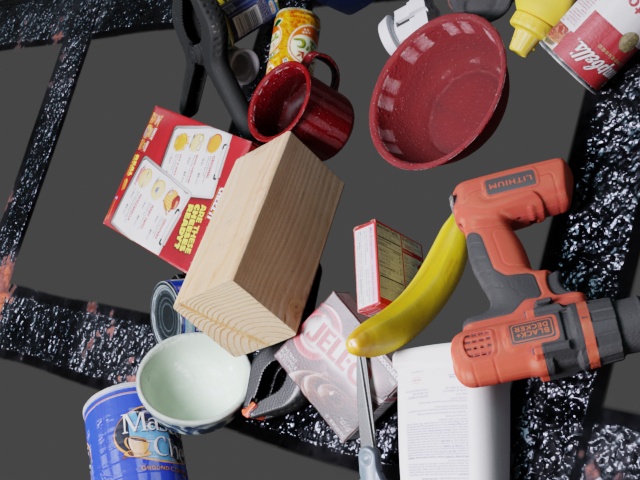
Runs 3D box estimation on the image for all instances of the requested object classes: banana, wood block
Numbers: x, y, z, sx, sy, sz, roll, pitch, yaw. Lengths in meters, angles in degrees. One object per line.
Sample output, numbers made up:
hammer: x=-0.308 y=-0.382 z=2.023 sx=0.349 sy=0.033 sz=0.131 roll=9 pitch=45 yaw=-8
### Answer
banana: x=0.085 y=0.043 z=0.947 sx=0.037 sy=0.069 sz=0.197 roll=0 pitch=44 yaw=46
wood block: x=-0.057 y=0.002 z=1.071 sx=0.090 sy=0.090 sz=0.206 roll=-24 pitch=34 yaw=39

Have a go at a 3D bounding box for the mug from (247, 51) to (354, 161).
mug: x=-0.014 y=-0.146 z=1.155 sx=0.093 sy=0.081 sz=0.117 roll=13 pitch=81 yaw=48

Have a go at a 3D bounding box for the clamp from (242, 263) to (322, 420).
clamp: x=-0.014 y=0.116 z=1.064 sx=0.120 sy=0.039 sz=0.171 roll=36 pitch=101 yaw=47

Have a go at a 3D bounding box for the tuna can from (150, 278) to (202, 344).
tuna can: x=-0.161 y=0.086 z=1.208 sx=0.086 sy=0.033 sz=0.086 roll=8 pitch=100 yaw=57

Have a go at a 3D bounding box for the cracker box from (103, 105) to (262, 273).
cracker box: x=-0.152 y=-0.055 z=1.262 sx=0.214 sy=0.072 sz=0.164 roll=25 pitch=90 yaw=48

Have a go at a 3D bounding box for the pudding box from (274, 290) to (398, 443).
pudding box: x=0.024 y=0.117 z=0.998 sx=0.090 sy=0.039 sz=0.113 roll=-49 pitch=68 yaw=18

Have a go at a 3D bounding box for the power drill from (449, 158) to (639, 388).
power drill: x=0.186 y=0.022 z=0.862 sx=0.184 sy=0.057 sz=0.187 roll=-13 pitch=50 yaw=9

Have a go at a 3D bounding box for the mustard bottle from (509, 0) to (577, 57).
mustard bottle: x=0.225 y=-0.253 z=0.956 sx=0.058 sy=0.096 sz=0.192 roll=31 pitch=97 yaw=5

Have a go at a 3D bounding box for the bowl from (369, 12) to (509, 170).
bowl: x=0.125 y=-0.134 z=1.027 sx=0.162 sy=0.055 sz=0.162 roll=-22 pitch=57 yaw=38

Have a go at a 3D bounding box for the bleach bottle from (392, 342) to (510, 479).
bleach bottle: x=0.106 y=0.214 z=0.877 sx=0.103 sy=0.068 sz=0.251 roll=-14 pitch=64 yaw=42

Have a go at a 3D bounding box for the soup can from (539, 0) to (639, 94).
soup can: x=0.248 y=-0.185 z=0.916 sx=0.102 sy=0.068 sz=0.068 roll=-47 pitch=45 yaw=18

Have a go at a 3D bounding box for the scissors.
scissors: x=0.058 y=0.202 z=0.936 sx=0.096 sy=0.016 sz=0.202 roll=7 pitch=89 yaw=39

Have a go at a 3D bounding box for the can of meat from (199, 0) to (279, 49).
can of meat: x=-0.111 y=-0.283 z=1.314 sx=0.083 sy=0.057 sz=0.102 roll=-37 pitch=35 yaw=-25

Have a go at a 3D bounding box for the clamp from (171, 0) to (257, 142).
clamp: x=-0.130 y=-0.218 z=1.266 sx=0.165 sy=0.036 sz=0.210 roll=31 pitch=136 yaw=43

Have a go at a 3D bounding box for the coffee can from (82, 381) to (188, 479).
coffee can: x=-0.196 y=0.237 z=1.144 sx=0.103 sy=0.102 sz=0.140 roll=-38 pitch=48 yaw=27

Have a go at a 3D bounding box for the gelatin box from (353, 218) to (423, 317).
gelatin box: x=0.065 y=0.034 z=0.995 sx=0.030 sy=0.073 sz=0.089 roll=-25 pitch=55 yaw=36
